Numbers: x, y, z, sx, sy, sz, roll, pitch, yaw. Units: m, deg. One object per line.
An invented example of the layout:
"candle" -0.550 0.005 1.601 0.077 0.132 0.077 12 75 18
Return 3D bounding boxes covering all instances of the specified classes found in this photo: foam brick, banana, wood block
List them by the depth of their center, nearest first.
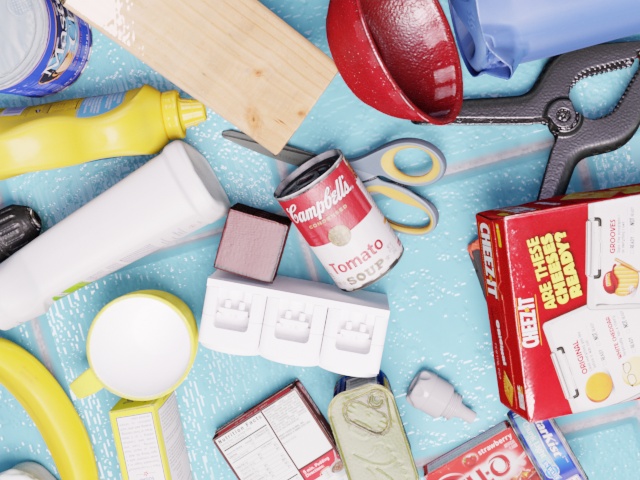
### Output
"wood block" -0.098 -0.168 0.840 0.205 0.091 0.090 34 97 -29
"foam brick" -0.056 0.001 0.905 0.053 0.078 0.051 16 96 -1
"banana" -0.247 0.151 0.934 0.037 0.069 0.197 -22 112 35

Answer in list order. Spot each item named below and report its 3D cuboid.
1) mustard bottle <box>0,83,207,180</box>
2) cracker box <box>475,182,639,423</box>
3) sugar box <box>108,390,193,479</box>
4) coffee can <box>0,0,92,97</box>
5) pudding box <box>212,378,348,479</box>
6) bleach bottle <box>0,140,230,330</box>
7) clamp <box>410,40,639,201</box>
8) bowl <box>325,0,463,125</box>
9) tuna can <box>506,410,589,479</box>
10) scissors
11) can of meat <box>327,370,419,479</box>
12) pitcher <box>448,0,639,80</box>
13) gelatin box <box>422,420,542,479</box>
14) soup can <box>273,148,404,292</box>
"mustard bottle" -0.190 -0.094 0.891 0.191 0.096 0.058 -9 108 3
"cracker box" 0.242 0.040 0.858 0.213 0.072 0.164 -10 97 -12
"sugar box" -0.138 0.217 0.922 0.048 0.093 0.176 -8 95 4
"coffee can" -0.252 -0.169 0.864 0.103 0.140 0.103 0 96 2
"pudding box" -0.028 0.193 0.943 0.090 0.039 0.113 -32 92 6
"bleach bottle" -0.201 0.009 0.899 0.251 0.102 0.068 -30 84 5
"clamp" 0.193 -0.105 0.899 0.210 0.036 0.164 -43 82 1
"bowl" 0.052 -0.160 0.860 0.055 0.161 0.162 -20 95 31
"tuna can" 0.193 0.176 0.907 0.034 0.086 0.086 -30 94 7
"scissors" 0.020 -0.075 0.911 0.202 0.016 0.096 31 120 -1
"can of meat" 0.045 0.164 0.913 0.057 0.084 0.102 -18 95 4
"pitcher" 0.220 -0.228 0.852 0.243 0.145 0.149 -12 107 0
"gelatin box" 0.146 0.213 0.940 0.089 0.030 0.073 -30 93 5
"soup can" 0.016 -0.016 0.894 0.068 0.068 0.102 -33 108 5
